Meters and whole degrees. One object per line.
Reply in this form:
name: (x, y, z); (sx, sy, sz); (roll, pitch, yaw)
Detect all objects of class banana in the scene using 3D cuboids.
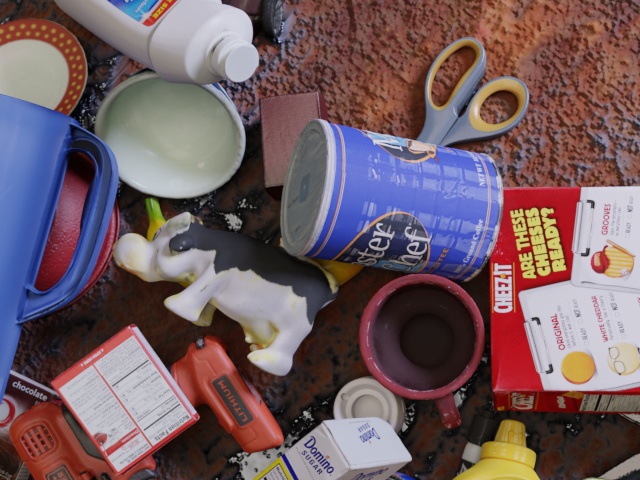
banana: (-0.064, 0.018, 0.877); (0.198, 0.037, 0.069); (15, 91, 10)

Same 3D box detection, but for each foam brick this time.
foam brick: (-0.020, -0.078, 0.879); (0.051, 0.053, 0.078); (-5, 80, 8)

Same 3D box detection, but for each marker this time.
marker: (0.112, 0.191, 0.833); (0.020, 0.020, 0.121); (17, 84, 11)

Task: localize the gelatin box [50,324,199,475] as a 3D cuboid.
gelatin box: (-0.145, 0.120, 0.801); (0.073, 0.030, 0.089); (-36, 88, -1)

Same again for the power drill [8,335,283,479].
power drill: (-0.126, 0.177, 0.843); (0.187, 0.057, 0.184); (-32, 93, -3)

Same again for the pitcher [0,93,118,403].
pitcher: (-0.263, 0.008, 0.813); (0.149, 0.144, 0.243); (8, 85, 46)

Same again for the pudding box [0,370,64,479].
pudding box: (-0.281, 0.148, 0.891); (0.113, 0.039, 0.090); (22, 84, 11)

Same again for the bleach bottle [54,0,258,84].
bleach bottle: (-0.123, -0.185, 0.840); (0.102, 0.068, 0.251); (-38, 46, -16)

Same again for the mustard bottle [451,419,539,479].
mustard bottle: (0.127, 0.226, 0.783); (0.096, 0.058, 0.191); (17, 70, -9)

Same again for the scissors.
scissors: (0.102, -0.069, 0.877); (0.096, 0.016, 0.202); (22, 85, 12)

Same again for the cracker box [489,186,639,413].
cracker box: (0.234, 0.044, 0.796); (0.214, 0.072, 0.164); (-1, 66, 10)

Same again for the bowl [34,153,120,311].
bowl: (-0.256, -0.017, 0.906); (0.162, 0.055, 0.162); (-2, 81, 9)

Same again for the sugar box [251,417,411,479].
sugar box: (-0.025, 0.196, 0.787); (0.176, 0.093, 0.048); (-44, 63, 19)

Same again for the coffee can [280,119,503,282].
coffee can: (0.052, -0.028, 0.807); (0.140, 0.103, 0.103); (10, 82, -18)

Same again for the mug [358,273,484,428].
mug: (0.084, 0.088, 0.822); (0.093, 0.081, 0.117); (-23, 78, 5)
